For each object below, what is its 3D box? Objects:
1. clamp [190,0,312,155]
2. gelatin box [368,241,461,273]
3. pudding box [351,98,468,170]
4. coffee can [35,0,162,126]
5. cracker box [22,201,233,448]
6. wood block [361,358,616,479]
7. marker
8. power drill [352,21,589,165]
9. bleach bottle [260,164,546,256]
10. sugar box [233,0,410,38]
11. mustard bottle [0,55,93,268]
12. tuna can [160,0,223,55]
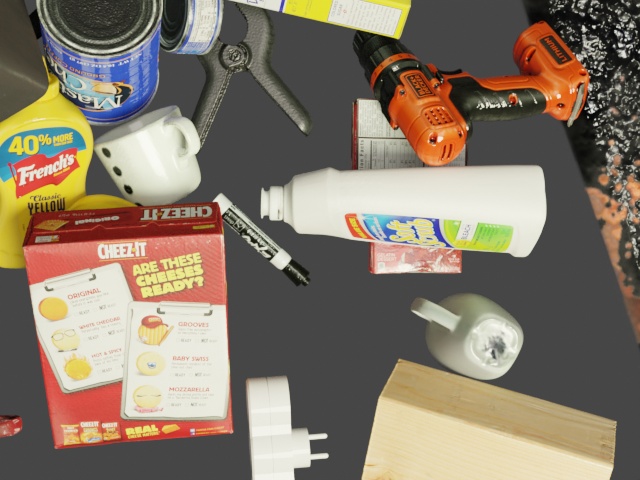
[{"bbox_3d":[-0.068,-0.167,1.010,0.120,0.039,0.171,-1,90,-5],"label":"clamp"},{"bbox_3d":[0.091,-0.005,1.033,0.089,0.030,0.073,0,89,-7],"label":"gelatin box"},{"bbox_3d":[0.085,-0.089,1.029,0.113,0.039,0.090,1,90,-4],"label":"pudding box"},{"bbox_3d":[-0.191,-0.175,0.935,0.102,0.140,0.103,3,72,-9],"label":"coffee can"},{"bbox_3d":[-0.163,0.076,0.942,0.164,0.072,0.214,-4,120,-6],"label":"cracker box"},{"bbox_3d":[0.153,0.190,0.970,0.206,0.090,0.091,15,112,12],"label":"wood block"},{"bbox_3d":[-0.057,0.001,1.023,0.121,0.020,0.020,42,86,-5],"label":"marker"},{"bbox_3d":[0.139,-0.154,0.999,0.187,0.057,0.184,-14,52,-16],"label":"power drill"},{"bbox_3d":[0.072,-0.029,0.975,0.251,0.102,0.068,1,68,0],"label":"bleach bottle"},{"bbox_3d":[-0.005,-0.249,0.993,0.176,0.048,0.093,13,46,-8],"label":"sugar box"},{"bbox_3d":[-0.248,-0.071,0.936,0.096,0.058,0.192,-10,123,-25],"label":"mustard bottle"},{"bbox_3d":[-0.123,-0.212,0.968,0.033,0.086,0.086,-5,91,-33],"label":"tuna can"}]
